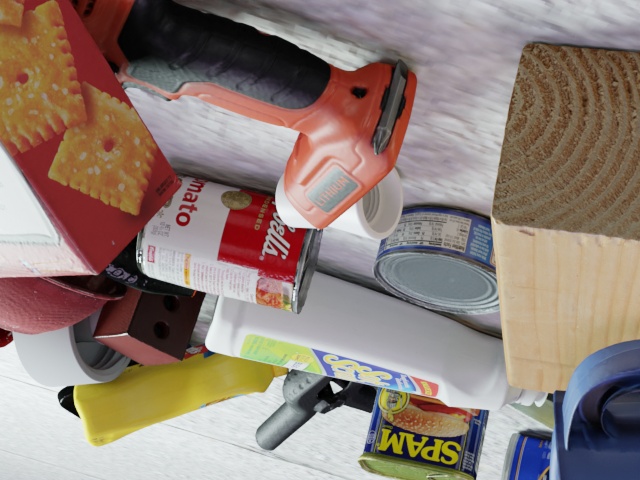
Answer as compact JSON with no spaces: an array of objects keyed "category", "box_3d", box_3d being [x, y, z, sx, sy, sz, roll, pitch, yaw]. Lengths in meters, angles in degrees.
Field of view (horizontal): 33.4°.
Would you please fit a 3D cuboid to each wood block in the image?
[{"category":"wood block","box_3d":[0.137,0.004,0.518,0.091,0.090,0.206,8,156,15]}]

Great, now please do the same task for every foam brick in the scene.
[{"category":"foam brick","box_3d":[-0.126,0.048,0.800,0.053,0.078,0.051,33,153,-35]}]

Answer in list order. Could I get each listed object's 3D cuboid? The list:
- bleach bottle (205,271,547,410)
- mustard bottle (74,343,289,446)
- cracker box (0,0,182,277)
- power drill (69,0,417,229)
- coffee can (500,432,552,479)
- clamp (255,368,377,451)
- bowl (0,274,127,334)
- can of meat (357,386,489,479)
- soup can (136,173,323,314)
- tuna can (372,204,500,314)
[{"category":"bleach bottle","box_3d":[0.047,0.074,0.772,0.250,0.068,0.103,15,158,-5]},{"category":"mustard bottle","box_3d":[-0.103,0.114,0.886,0.191,0.058,0.096,-17,179,-6]},{"category":"cracker box","box_3d":[-0.178,-0.084,0.444,0.164,0.072,0.213,-3,126,41]},{"category":"power drill","box_3d":[-0.063,-0.070,0.515,0.187,0.057,0.185,22,156,-15]},{"category":"coffee can","box_3d":[0.238,0.239,0.974,0.140,0.102,0.102,8,156,17]},{"category":"clamp","box_3d":[-0.005,0.134,0.917,0.120,0.039,0.171,-27,153,-10]},{"category":"bowl","box_3d":[-0.213,0.016,0.716,0.162,0.055,0.162,32,-176,-3]},{"category":"can of meat","box_3d":[0.092,0.163,0.915,0.102,0.084,0.057,8,156,17]},{"category":"soup can","box_3d":[-0.054,0.001,0.660,0.102,0.068,0.068,14,157,6]},{"category":"tuna can","box_3d":[0.077,0.012,0.645,0.086,0.033,0.086,13,157,6]}]
